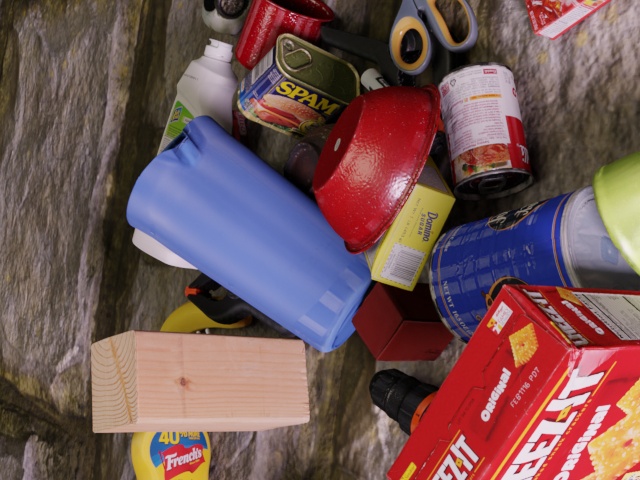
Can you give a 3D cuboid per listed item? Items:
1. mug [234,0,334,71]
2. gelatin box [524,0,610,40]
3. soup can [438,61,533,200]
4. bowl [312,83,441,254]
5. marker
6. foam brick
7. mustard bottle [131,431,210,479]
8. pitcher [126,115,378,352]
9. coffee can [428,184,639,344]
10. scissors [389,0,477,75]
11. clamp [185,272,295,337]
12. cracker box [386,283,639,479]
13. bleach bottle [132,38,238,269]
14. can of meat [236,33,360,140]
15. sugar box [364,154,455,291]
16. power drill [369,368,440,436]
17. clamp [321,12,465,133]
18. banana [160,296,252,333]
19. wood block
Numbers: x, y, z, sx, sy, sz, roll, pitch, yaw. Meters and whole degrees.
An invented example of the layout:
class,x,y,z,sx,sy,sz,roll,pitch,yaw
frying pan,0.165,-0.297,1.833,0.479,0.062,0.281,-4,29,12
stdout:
class,x,y,z,sx,sy,sz,roll,pitch,yaw
mug,-0.042,-0.227,1.156,0.117,0.093,0.082,-89,20,-61
gelatin box,0.202,-0.225,0.890,0.073,0.030,0.089,-32,61,43
soup can,0.140,-0.093,0.917,0.069,0.068,0.102,-26,64,46
bowl,0.038,-0.072,0.913,0.162,0.055,0.162,-58,15,26
marker,0.076,-0.119,0.987,0.121,0.020,0.020,52,123,36
foam brick,0.078,0.073,0.960,0.053,0.078,0.051,-57,47,29
mustard bottle,-0.169,0.254,1.221,0.058,0.096,0.191,-25,65,47
pitcher,-0.057,0.001,1.040,0.243,0.149,0.145,36,113,12
coffee can,0.170,0.023,0.835,0.141,0.102,0.103,-19,70,48
scissors,0.075,-0.235,1.002,0.096,0.016,0.202,-46,57,21
clamp,-0.079,0.059,1.161,0.172,0.039,0.120,-21,56,37
cracker box,0.172,0.117,0.729,0.072,0.213,0.164,47,120,39
bleach bottle,-0.140,-0.101,1.207,0.103,0.067,0.251,25,102,46
can of meat,-0.024,-0.155,1.101,0.084,0.102,0.057,-38,41,44
sugar box,0.069,-0.035,0.957,0.176,0.048,0.093,-96,28,-67
power drill,0.081,0.222,0.927,0.185,0.057,0.188,28,97,46
clamp,0.090,-0.192,1.018,0.165,0.036,0.210,-50,52,30
banana,-0.147,0.105,1.268,0.198,0.037,0.069,-38,79,43
wood block,-0.120,0.146,1.090,0.090,0.205,0.091,-21,68,47
